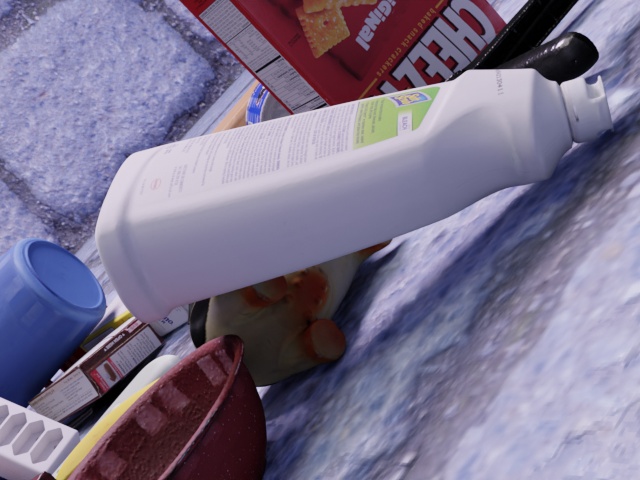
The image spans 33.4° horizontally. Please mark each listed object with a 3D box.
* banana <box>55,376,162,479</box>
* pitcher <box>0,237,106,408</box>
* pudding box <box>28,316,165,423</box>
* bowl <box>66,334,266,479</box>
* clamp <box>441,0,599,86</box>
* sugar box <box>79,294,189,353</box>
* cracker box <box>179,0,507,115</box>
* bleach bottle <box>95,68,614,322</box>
[{"bbox_3d":[-0.117,0.127,0.714,0.198,0.037,0.069,-38,21,31],"label":"banana"},{"bbox_3d":[-0.329,0.108,1.031,0.243,0.145,0.149,-45,-20,16],"label":"pitcher"},{"bbox_3d":[-0.208,0.122,0.987,0.114,0.039,0.089,-36,5,45],"label":"pudding box"},{"bbox_3d":[-0.078,0.125,0.545,0.162,0.055,0.162,-43,13,12],"label":"bowl"},{"bbox_3d":[0.102,-0.099,0.708,0.210,0.036,0.164,-37,15,36],"label":"clamp"},{"bbox_3d":[-0.159,0.060,1.042,0.177,0.048,0.093,-28,22,46],"label":"sugar box"},{"bbox_3d":[0.020,-0.174,0.803,0.164,0.213,0.072,-51,15,-21],"label":"cracker box"},{"bbox_3d":[0.019,-0.032,0.536,0.251,0.068,0.102,-14,32,14],"label":"bleach bottle"}]
